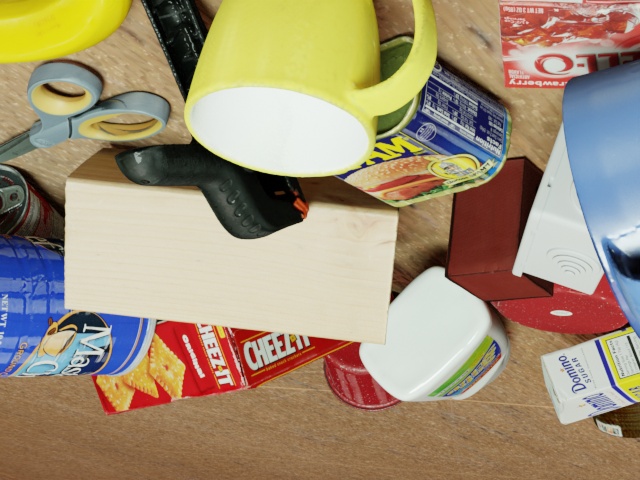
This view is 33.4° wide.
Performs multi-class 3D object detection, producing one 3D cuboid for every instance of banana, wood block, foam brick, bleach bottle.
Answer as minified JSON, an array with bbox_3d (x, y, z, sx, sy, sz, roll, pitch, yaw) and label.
[{"bbox_3d":[-0.169,-0.124,0.570,0.198,0.037,0.069,-4,136,28],"label":"banana"},{"bbox_3d":[-0.055,0.000,0.700,0.206,0.091,0.090,6,-162,4],"label":"wood block"},{"bbox_3d":[0.117,-0.006,0.679,0.051,0.078,0.052,-9,154,38],"label":"foam brick"},{"bbox_3d":[0.116,0.086,0.882,0.068,0.102,0.250,47,-171,21],"label":"bleach bottle"}]

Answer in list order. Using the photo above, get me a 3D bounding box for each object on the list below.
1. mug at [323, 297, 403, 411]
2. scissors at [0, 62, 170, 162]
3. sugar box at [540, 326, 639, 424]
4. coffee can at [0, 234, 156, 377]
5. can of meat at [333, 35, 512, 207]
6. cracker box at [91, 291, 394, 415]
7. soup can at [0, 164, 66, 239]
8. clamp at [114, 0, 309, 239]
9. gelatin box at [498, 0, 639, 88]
[{"bbox_3d":[0.034,0.087,0.947,0.117,0.093,0.081,41,165,26],"label":"mug"},{"bbox_3d":[-0.191,-0.080,0.706,0.202,0.016,0.096,-5,156,31],"label":"scissors"},{"bbox_3d":[0.258,0.088,0.803,0.176,0.048,0.093,-21,156,7],"label":"sugar box"},{"bbox_3d":[-0.204,0.048,0.772,0.140,0.103,0.103,5,167,-44],"label":"coffee can"},{"bbox_3d":[0.044,-0.062,0.599,0.083,0.057,0.102,24,155,-38],"label":"can of meat"},{"bbox_3d":[-0.068,0.075,0.858,0.163,0.072,0.214,-21,-178,-40],"label":"cracker box"},{"bbox_3d":[-0.238,-0.007,0.837,0.068,0.068,0.102,4,158,15],"label":"soup can"},{"bbox_3d":[-0.054,-0.044,0.563,0.039,0.120,0.171,-7,142,27],"label":"clamp"},{"bbox_3d":[0.130,-0.100,0.502,0.089,0.030,0.073,4,158,14],"label":"gelatin box"}]
